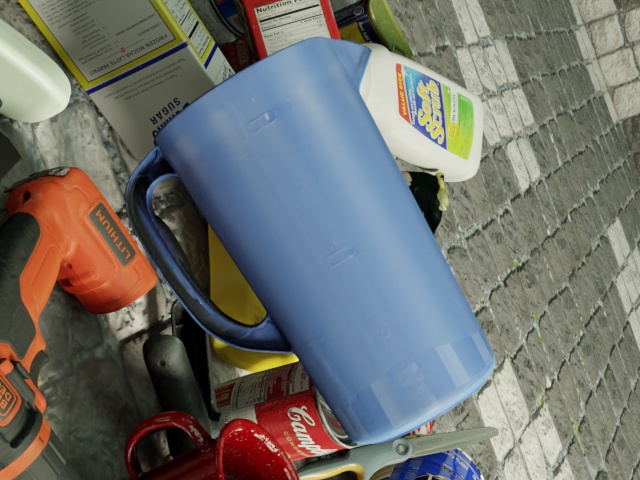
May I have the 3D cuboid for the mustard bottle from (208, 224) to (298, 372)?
[{"bbox_3d":[-0.056,0.001,0.837,0.096,0.058,0.191,46,34,-58],"label":"mustard bottle"}]

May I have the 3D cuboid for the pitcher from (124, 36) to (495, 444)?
[{"bbox_3d":[-0.001,0.008,0.682,0.144,0.149,0.243,-30,89,-46],"label":"pitcher"}]

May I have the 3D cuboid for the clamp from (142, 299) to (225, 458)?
[{"bbox_3d":[-0.082,0.120,0.710,0.120,0.039,0.171,-71,155,-70],"label":"clamp"}]

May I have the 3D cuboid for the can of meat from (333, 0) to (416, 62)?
[{"bbox_3d":[0.043,-0.202,1.138,0.102,0.084,0.057,59,28,-23],"label":"can of meat"}]

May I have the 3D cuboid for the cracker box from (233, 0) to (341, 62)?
[{"bbox_3d":[-0.013,-0.118,0.849,0.164,0.072,0.214,81,-7,-77],"label":"cracker box"}]

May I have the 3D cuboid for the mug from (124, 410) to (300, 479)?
[{"bbox_3d":[-0.070,0.152,0.615,0.117,0.082,0.093,57,20,-13],"label":"mug"}]

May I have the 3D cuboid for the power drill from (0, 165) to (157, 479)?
[{"bbox_3d":[-0.157,0.060,0.607,0.184,0.057,0.187,61,27,-27],"label":"power drill"}]

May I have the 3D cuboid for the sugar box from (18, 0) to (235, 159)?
[{"bbox_3d":[-0.137,-0.149,0.744,0.176,0.093,0.048,56,28,-30],"label":"sugar box"}]

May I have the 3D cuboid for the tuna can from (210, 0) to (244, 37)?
[{"bbox_3d":[-0.071,-0.235,0.996,0.086,0.034,0.086,41,39,-45],"label":"tuna can"}]

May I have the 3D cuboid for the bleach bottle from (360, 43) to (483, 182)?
[{"bbox_3d":[0.078,-0.128,1.055,0.250,0.068,0.102,12,83,-55],"label":"bleach bottle"}]

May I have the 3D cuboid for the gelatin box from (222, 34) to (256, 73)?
[{"bbox_3d":[-0.050,-0.138,0.977,0.089,0.030,0.073,25,51,-56],"label":"gelatin box"}]

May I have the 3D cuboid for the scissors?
[{"bbox_3d":[0.048,0.156,0.869,0.201,0.016,0.096,-22,73,-29],"label":"scissors"}]

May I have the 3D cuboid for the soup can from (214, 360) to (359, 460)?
[{"bbox_3d":[-0.028,0.124,0.761,0.068,0.102,0.068,42,39,-45],"label":"soup can"}]
